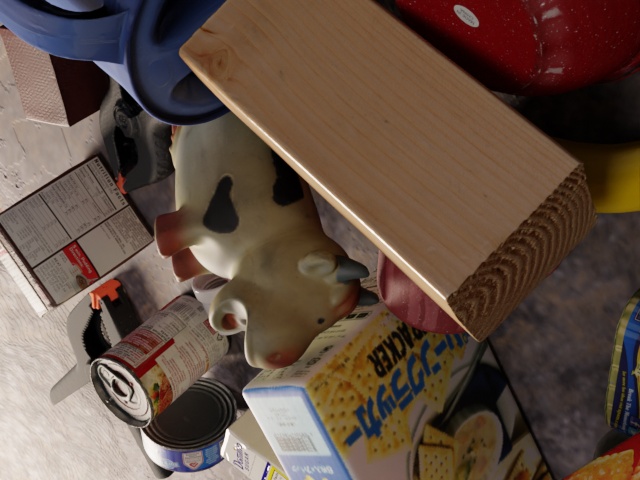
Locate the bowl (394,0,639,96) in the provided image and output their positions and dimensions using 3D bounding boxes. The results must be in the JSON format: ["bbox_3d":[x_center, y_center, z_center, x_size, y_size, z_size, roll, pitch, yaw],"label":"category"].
[{"bbox_3d":[0.086,-0.125,0.524,0.162,0.055,0.162,38,159,17],"label":"bowl"}]

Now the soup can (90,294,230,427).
[{"bbox_3d":[-0.132,0.098,0.889,0.069,0.102,0.068,23,133,27],"label":"soup can"}]

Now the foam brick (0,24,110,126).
[{"bbox_3d":[-0.200,-0.134,0.815,0.053,0.051,0.078,16,129,32],"label":"foam brick"}]

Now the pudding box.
[{"bbox_3d":[-0.204,-0.005,0.869,0.039,0.113,0.090,-24,101,51],"label":"pudding box"}]

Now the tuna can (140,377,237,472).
[{"bbox_3d":[-0.115,0.161,0.934,0.086,0.086,0.034,23,135,27],"label":"tuna can"}]

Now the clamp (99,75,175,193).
[{"bbox_3d":[-0.138,-0.105,0.791,0.120,0.039,0.172,56,145,17],"label":"clamp"}]

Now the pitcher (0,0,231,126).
[{"bbox_3d":[-0.140,-0.181,0.640,0.243,0.145,0.149,38,178,28],"label":"pitcher"}]

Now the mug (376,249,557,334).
[{"bbox_3d":[0.088,0.002,0.643,0.117,0.093,0.081,2,133,0],"label":"mug"}]

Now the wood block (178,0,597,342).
[{"bbox_3d":[0.034,-0.054,0.561,0.206,0.091,0.090,44,180,26],"label":"wood block"}]

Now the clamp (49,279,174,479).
[{"bbox_3d":[-0.211,0.121,1.026,0.165,0.036,0.210,21,130,29],"label":"clamp"}]
